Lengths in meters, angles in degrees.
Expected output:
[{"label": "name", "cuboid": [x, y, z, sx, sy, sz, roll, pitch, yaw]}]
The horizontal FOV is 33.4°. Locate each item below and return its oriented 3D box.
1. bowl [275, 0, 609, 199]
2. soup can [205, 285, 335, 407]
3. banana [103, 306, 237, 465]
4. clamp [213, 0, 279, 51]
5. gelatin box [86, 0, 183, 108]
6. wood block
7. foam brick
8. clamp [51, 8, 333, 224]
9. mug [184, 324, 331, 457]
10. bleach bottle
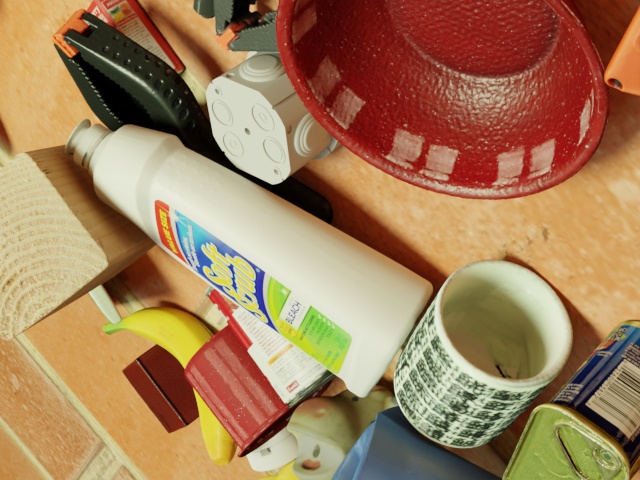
[{"label": "bowl", "cuboid": [0.062, -0.093, 0.503, 0.162, 0.055, 0.162, 20, 147, 14]}, {"label": "soup can", "cuboid": [-0.026, 0.059, 0.762, 0.102, 0.068, 0.069, 53, 148, 8]}, {"label": "banana", "cuboid": [-0.112, 0.110, 0.917, 0.198, 0.069, 0.037, 40, 176, 40]}, {"label": "clamp", "cuboid": [-0.007, -0.148, 0.575, 0.120, 0.039, 0.172, 49, 147, 9]}, {"label": "gelatin box", "cuboid": [-0.145, -0.130, 0.769, 0.073, 0.030, 0.089, 54, 147, -5]}, {"label": "wood block", "cuboid": [-0.178, -0.011, 0.765, 0.091, 0.090, 0.206, 53, -170, -3]}, {"label": "foam brick", "cuboid": [-0.137, 0.132, 0.995, 0.078, 0.051, 0.053, 53, 148, -2]}, {"label": "clamp", "cuboid": [-0.105, -0.068, 0.739, 0.210, 0.036, 0.165, 44, 151, -18]}, {"label": "mug", "cuboid": [-0.045, 0.101, 0.829, 0.081, 0.093, 0.117, 50, 120, 12]}, {"label": "bleach bottle", "cuboid": [-0.055, 0.001, 0.695, 0.251, 0.068, 0.103, 31, 151, 6]}]
